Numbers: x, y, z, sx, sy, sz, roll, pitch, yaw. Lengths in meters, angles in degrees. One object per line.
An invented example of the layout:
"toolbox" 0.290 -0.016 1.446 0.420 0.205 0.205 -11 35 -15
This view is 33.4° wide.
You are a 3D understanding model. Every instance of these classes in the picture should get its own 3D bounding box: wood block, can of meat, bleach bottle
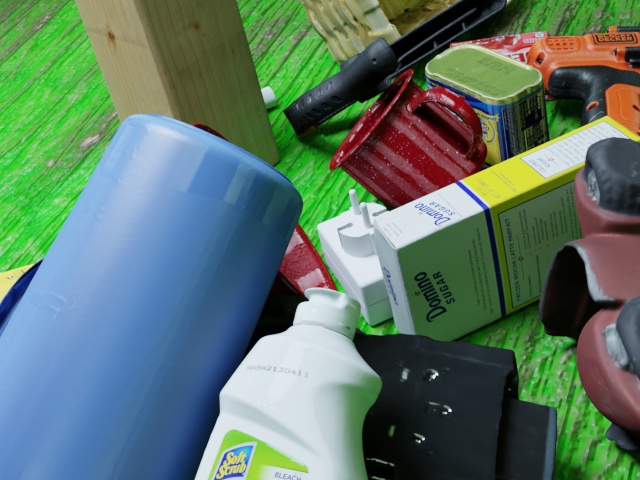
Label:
"wood block" -0.114 -0.137 0.856 0.091 0.206 0.090 23 51 40
"can of meat" 0.128 -0.094 0.815 0.057 0.084 0.102 -31 39 -21
"bleach bottle" -0.017 0.143 0.482 0.103 0.068 0.250 5 68 26

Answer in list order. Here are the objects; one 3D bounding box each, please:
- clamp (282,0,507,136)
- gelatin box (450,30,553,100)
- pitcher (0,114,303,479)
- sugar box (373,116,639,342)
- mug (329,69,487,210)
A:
"clamp" 0.046 -0.138 0.859 0.164 0.036 0.210 -32 4 -34
"gelatin box" 0.155 -0.147 0.921 0.089 0.030 0.073 -5 38 14
"pitcher" -0.113 0.058 0.570 0.149 0.145 0.243 26 84 -5
"sugar box" 0.125 -0.004 0.689 0.176 0.093 0.048 -22 36 -9
"mug" 0.072 -0.068 0.765 0.117 0.081 0.093 -41 13 51
